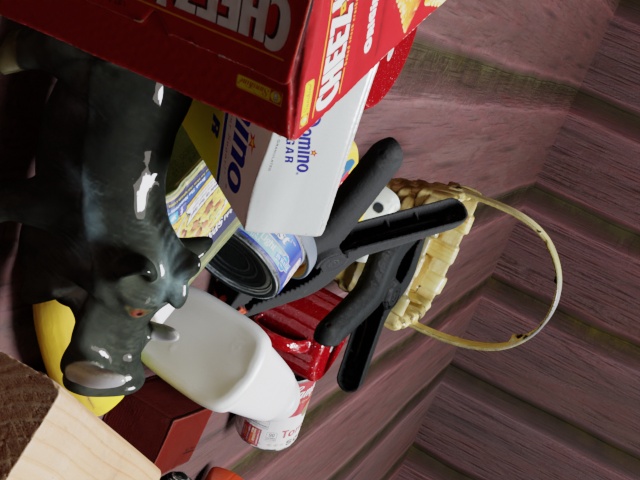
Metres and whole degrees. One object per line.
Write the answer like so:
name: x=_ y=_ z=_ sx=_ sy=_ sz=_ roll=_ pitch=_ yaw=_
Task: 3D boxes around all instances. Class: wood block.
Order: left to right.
wood block: x=-0.163 y=0.120 z=0.561 sx=0.090 sy=0.091 sz=0.206 roll=-59 pitch=164 yaw=-17

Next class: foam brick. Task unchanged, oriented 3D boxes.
foam brick: x=-0.125 y=0.139 z=0.800 sx=0.053 sy=0.051 sz=0.078 roll=-64 pitch=165 yaw=7

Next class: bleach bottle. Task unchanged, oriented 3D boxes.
bleach bottle: x=-0.060 y=0.106 z=0.841 sx=0.068 sy=0.103 sz=0.250 roll=-56 pitch=160 yaw=-8

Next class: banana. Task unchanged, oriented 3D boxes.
banana: x=-0.143 y=0.060 z=0.632 sx=0.198 sy=0.037 sz=0.069 roll=91 pitch=-8 yaw=-63

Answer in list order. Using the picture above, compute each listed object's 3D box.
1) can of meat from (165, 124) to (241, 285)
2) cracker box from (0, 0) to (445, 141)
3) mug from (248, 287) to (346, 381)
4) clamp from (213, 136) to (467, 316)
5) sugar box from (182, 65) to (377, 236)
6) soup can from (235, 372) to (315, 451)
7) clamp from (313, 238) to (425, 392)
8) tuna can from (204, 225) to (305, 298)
can of meat: x=-0.087 y=-0.029 z=0.634 sx=0.102 sy=0.057 sz=0.084 roll=-52 pitch=159 yaw=-37
cracker box: x=-0.025 y=-0.143 z=0.440 sx=0.213 sy=0.164 sz=0.072 roll=-47 pitch=155 yaw=-47
mug: x=-0.025 y=0.078 z=0.972 sx=0.093 sy=0.081 sz=0.117 roll=-66 pitch=165 yaw=11
clamp: x=0.004 y=-0.002 z=0.823 sx=0.210 sy=0.036 sz=0.164 roll=-28 pitch=154 yaw=9
sugar box: x=-0.036 y=-0.086 z=0.519 sx=0.048 sy=0.176 sz=0.093 roll=5 pitch=119 yaw=-25
soup can: x=-0.044 y=0.152 z=1.062 sx=0.068 sy=0.068 sz=0.102 roll=-44 pitch=157 yaw=-51
clamp: x=0.050 y=0.054 z=0.958 sx=0.171 sy=0.039 sz=0.120 roll=-53 pitch=158 yaw=-26
tuna can: x=-0.055 y=0.001 z=0.736 sx=0.033 sy=0.086 sz=0.086 roll=-53 pitch=162 yaw=-27
